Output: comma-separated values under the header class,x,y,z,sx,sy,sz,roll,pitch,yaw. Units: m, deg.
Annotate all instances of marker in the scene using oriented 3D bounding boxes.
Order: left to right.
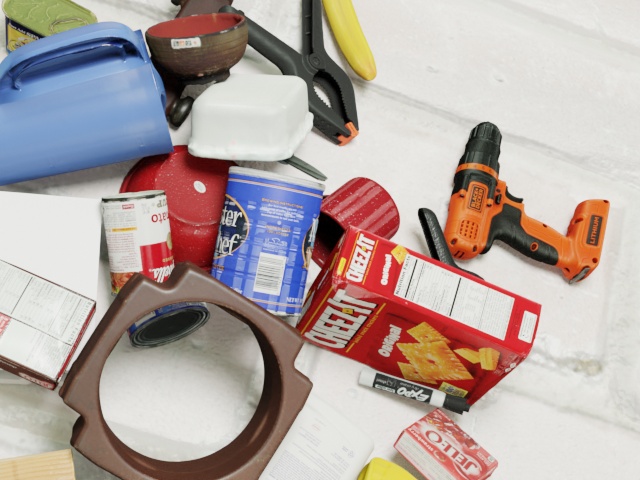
class,x,y,z,sx,sy,sz,roll,pitch,yaw
marker,0.101,0.161,1.139,0.121,0.020,0.020,16,61,10

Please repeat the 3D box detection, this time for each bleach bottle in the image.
class,x,y,z,sx,sy,sz,roll,pitch,yaw
bleach bottle,-0.054,0.272,1.040,0.102,0.068,0.250,36,64,7

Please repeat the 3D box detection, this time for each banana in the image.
class,x,y,z,sx,sy,sz,roll,pitch,yaw
banana,0.028,-0.278,1.318,0.037,0.069,0.198,-18,79,1

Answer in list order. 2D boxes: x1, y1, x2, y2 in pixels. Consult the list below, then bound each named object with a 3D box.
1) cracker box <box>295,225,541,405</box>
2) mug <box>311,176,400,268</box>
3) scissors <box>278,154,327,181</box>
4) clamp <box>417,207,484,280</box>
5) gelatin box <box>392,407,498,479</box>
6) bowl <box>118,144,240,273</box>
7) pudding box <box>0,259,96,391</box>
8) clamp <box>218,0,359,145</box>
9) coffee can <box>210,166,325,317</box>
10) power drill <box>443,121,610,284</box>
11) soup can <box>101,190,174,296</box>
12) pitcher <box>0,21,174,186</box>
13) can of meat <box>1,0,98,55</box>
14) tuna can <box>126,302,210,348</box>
class,x,y,z,sx,sy,sz,roll,pitch,yaw
cracker box,0.096,0.086,1.109,0.213,0.164,0.072,22,60,-4
mug,0.026,-0.021,1.192,0.117,0.093,0.081,23,48,38
scissors,-0.059,-0.093,1.159,0.096,0.202,0.016,-3,110,-11
clamp,0.130,0.061,1.195,0.120,0.039,0.171,-41,90,-6
gelatin box,0.130,0.221,1.103,0.089,0.030,0.073,41,31,21
bowl,-0.139,-0.047,1.170,0.162,0.055,0.162,6,64,-13
pudding box,-0.282,0.078,1.012,0.113,0.039,0.090,25,61,-5
clamp,-0.011,-0.214,1.280,0.164,0.036,0.210,-36,91,-43
coffee can,-0.057,0.001,1.113,0.102,0.103,0.140,11,90,-10
power drill,0.245,-0.040,1.271,0.187,0.057,0.184,18,66,-3
soup can,-0.188,0.003,1.102,0.068,0.069,0.102,-8,98,-19
pitcher,-0.281,-0.134,1.103,0.242,0.145,0.149,-15,104,-7
can of meat,-0.303,-0.229,1.194,0.102,0.084,0.057,28,61,-1
tuna can,-0.158,0.076,1.089,0.086,0.086,0.034,-16,69,-21
